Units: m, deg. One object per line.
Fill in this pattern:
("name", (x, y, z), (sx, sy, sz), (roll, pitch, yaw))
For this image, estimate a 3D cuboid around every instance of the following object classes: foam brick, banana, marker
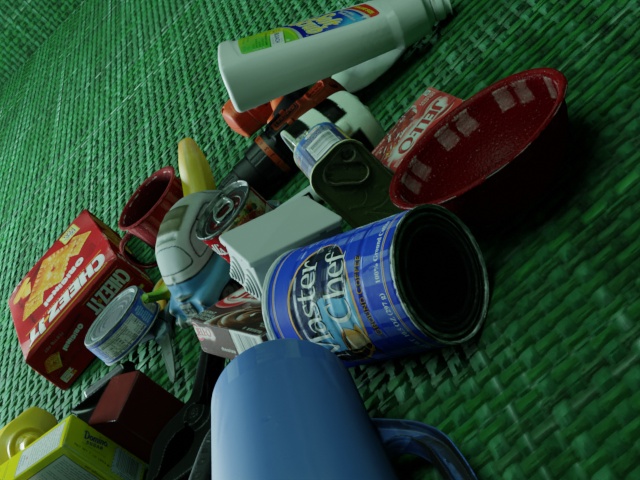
("foam brick", (-0.159, 0.162, 0.964), (0.051, 0.078, 0.053), (-15, 42, 46))
("banana", (-0.141, -0.015, 1.164), (0.037, 0.069, 0.197), (-12, 60, 40))
("marker", (-0.046, -0.020, 1.052), (0.121, 0.020, 0.020), (-35, 20, -24))

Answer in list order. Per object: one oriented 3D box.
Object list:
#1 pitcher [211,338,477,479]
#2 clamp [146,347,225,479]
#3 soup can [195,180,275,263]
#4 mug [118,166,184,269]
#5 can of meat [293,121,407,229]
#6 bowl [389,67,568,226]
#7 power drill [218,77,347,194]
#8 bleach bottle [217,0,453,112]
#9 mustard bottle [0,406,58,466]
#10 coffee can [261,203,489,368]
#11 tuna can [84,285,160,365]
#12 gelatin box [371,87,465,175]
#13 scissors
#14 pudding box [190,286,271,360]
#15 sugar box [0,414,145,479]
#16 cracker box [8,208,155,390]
("pitcher", (0.001, 0.161, 0.684), (0.145, 0.149, 0.243), (-61, 19, 18))
("clamp", (-0.089, 0.153, 0.916), (0.120, 0.039, 0.171), (-9, 51, 49))
("soup can", (-0.057, 0.001, 0.995), (0.069, 0.102, 0.068), (-36, 29, 23))
("mug", (-0.179, -0.016, 1.229), (0.117, 0.081, 0.093), (-49, 26, -1))
("can of meat", (0.028, -0.053, 0.942), (0.057, 0.102, 0.084), (-45, 24, 5))
("bowl", (0.133, -0.062, 0.827), (0.162, 0.055, 0.162), (-35, 21, 15))
("power drill", (-0.059, -0.129, 1.228), (0.184, 0.057, 0.188), (-42, 29, 4))
("bleach bottle", (0.017, -0.215, 1.146), (0.251, 0.068, 0.102), (-19, 26, 4))
("mustard bottle", (-0.304, 0.217, 1.078), (0.096, 0.058, 0.192), (-63, 13, -26))
("coffee can", (0.039, 0.040, 0.797), (0.141, 0.102, 0.102), (-20, 38, 44))
("tuna can", (-0.213, 0.090, 1.143), (0.086, 0.033, 0.086), (-40, 21, 18))
("gelatin box", (0.095, -0.095, 0.975), (0.089, 0.030, 0.073), (-48, 26, 1))
("scissors", (-0.180, 0.108, 1.137), (0.096, 0.016, 0.201), (-40, 27, 21))
("pudding box", (-0.044, 0.067, 0.912), (0.089, 0.039, 0.114), (-32, 24, -31))
("sugar box", (-0.256, 0.237, 0.993), (0.176, 0.093, 0.048), (-34, 29, 27))
("cracker box", (-0.303, 0.065, 1.320), (0.164, 0.072, 0.214), (-50, 27, -1))
